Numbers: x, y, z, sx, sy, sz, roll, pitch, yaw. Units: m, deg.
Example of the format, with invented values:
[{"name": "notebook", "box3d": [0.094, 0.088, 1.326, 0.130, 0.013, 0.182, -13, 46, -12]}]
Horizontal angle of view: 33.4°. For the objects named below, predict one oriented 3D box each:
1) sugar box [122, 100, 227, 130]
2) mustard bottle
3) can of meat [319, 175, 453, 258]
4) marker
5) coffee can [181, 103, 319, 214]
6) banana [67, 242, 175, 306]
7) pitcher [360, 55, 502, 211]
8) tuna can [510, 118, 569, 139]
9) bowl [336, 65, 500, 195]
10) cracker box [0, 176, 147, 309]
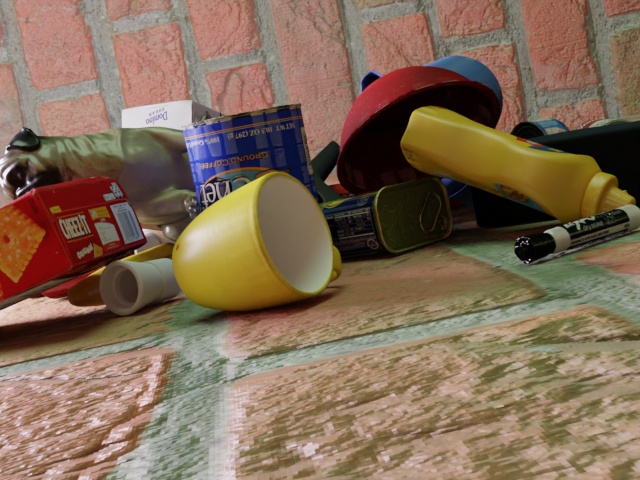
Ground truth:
[{"name": "sugar box", "box3d": [-0.141, -0.119, 1.228, 0.093, 0.048, 0.176, -5, -11, 23]}, {"name": "mustard bottle", "box3d": [0.166, -0.057, 0.878, 0.192, 0.058, 0.096, 24, 3, 32]}, {"name": "can of meat", "box3d": [0.053, -0.018, 0.946, 0.084, 0.057, 0.101, -10, 4, 44]}, {"name": "marker", "box3d": [0.180, -0.005, 0.745, 0.120, 0.020, 0.020, -15, 7, -34]}, {"name": "coffee can", "box3d": [-0.053, -0.037, 0.899, 0.103, 0.140, 0.103, -11, 6, 1]}, {"name": "banana", "box3d": [-0.167, 0.031, 0.999, 0.070, 0.037, 0.197, -25, 1, 13]}, {"name": "pitcher", "box3d": [0.136, -0.123, 1.151, 0.145, 0.149, 0.242, 3, 18, 17]}, {"name": "tuna can", "box3d": [0.231, -0.084, 1.109, 0.033, 0.086, 0.086, -11, 5, -21]}, {"name": "bowl", "box3d": [0.080, -0.109, 0.978, 0.162, 0.055, 0.162, -18, -30, -11]}, {"name": "cracker box", "box3d": [-0.268, 0.023, 0.857, 0.214, 0.072, 0.164, -23, 2, 13]}]
